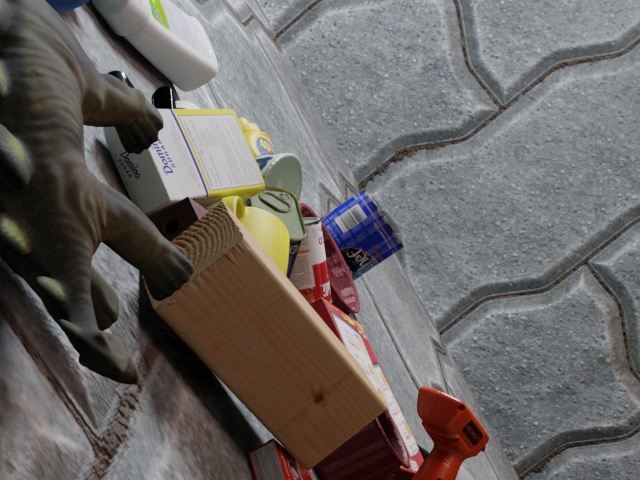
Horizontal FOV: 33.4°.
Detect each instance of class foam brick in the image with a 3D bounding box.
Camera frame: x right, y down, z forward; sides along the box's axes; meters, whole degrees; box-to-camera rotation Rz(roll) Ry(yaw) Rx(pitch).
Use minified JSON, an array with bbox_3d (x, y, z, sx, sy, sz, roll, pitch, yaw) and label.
[{"bbox_3d":[-0.114,0.012,0.944,0.078,0.053,0.051,63,8,21],"label":"foam brick"}]

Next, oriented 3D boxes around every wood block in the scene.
[{"bbox_3d":[-0.047,0.081,0.888,0.206,0.091,0.090,52,0,-27],"label":"wood block"}]

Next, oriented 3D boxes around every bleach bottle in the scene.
[{"bbox_3d":[-0.207,-0.263,1.270,0.102,0.068,0.250,64,11,19],"label":"bleach bottle"}]

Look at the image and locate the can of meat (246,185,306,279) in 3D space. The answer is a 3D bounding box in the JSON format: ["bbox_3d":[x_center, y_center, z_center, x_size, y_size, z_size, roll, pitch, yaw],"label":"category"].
[{"bbox_3d":[-0.058,0.001,1.183,0.102,0.057,0.084,-107,-151,-53],"label":"can of meat"}]

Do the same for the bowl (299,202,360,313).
[{"bbox_3d":[-0.010,0.033,1.384,0.162,0.055,0.162,58,11,-19],"label":"bowl"}]

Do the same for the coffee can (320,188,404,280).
[{"bbox_3d":[0.032,0.007,1.511,0.103,0.140,0.103,55,2,-3],"label":"coffee can"}]

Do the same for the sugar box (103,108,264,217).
[{"bbox_3d":[-0.126,-0.077,1.017,0.175,0.048,0.093,-13,78,-60],"label":"sugar box"}]

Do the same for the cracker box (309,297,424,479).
[{"bbox_3d":[0.039,0.187,1.245,0.214,0.072,0.164,66,10,21],"label":"cracker box"}]

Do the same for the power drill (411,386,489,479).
[{"bbox_3d":[0.085,0.239,1.026,0.057,0.187,0.184,21,-19,33],"label":"power drill"}]

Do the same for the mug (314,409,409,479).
[{"bbox_3d":[0.030,0.202,1.095,0.117,0.081,0.093,55,10,-38],"label":"mug"}]

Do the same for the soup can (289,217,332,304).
[{"bbox_3d":[-0.026,0.028,1.269,0.068,0.068,0.102,-61,143,-80],"label":"soup can"}]

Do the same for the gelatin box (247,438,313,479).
[{"bbox_3d":[-0.023,0.220,0.890,0.073,0.030,0.089,51,12,-49],"label":"gelatin box"}]
